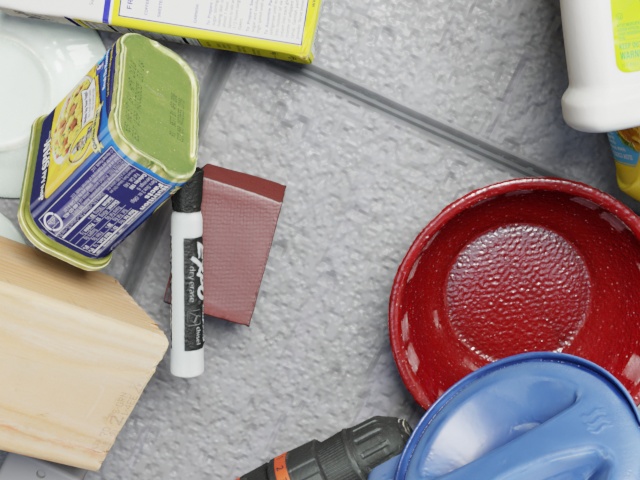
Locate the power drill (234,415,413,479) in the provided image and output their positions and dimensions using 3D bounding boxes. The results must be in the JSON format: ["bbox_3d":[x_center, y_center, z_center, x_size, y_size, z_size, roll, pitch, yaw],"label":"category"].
[{"bbox_3d":[0.011,0.217,0.664,0.184,0.057,0.187,-30,97,11],"label":"power drill"}]

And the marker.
[{"bbox_3d":[-0.073,0.015,0.584,0.020,0.020,0.121,2,103,1],"label":"marker"}]

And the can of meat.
[{"bbox_3d":[-0.110,-0.049,0.565,0.057,0.102,0.084,29,127,-32],"label":"can of meat"}]

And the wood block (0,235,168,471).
[{"bbox_3d":[-0.197,0.042,0.559,0.205,0.091,0.090,25,97,-39],"label":"wood block"}]

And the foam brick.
[{"bbox_3d":[-0.054,0.001,0.619,0.051,0.053,0.078,15,104,-2],"label":"foam brick"}]

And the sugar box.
[{"bbox_3d":[-0.083,-0.157,0.585,0.176,0.048,0.093,10,93,2],"label":"sugar box"}]

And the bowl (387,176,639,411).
[{"bbox_3d":[0.119,0.039,0.621,0.162,0.055,0.162,0,103,2],"label":"bowl"}]

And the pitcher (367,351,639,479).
[{"bbox_3d":[0.144,0.180,0.585,0.145,0.149,0.242,-42,126,-2],"label":"pitcher"}]
